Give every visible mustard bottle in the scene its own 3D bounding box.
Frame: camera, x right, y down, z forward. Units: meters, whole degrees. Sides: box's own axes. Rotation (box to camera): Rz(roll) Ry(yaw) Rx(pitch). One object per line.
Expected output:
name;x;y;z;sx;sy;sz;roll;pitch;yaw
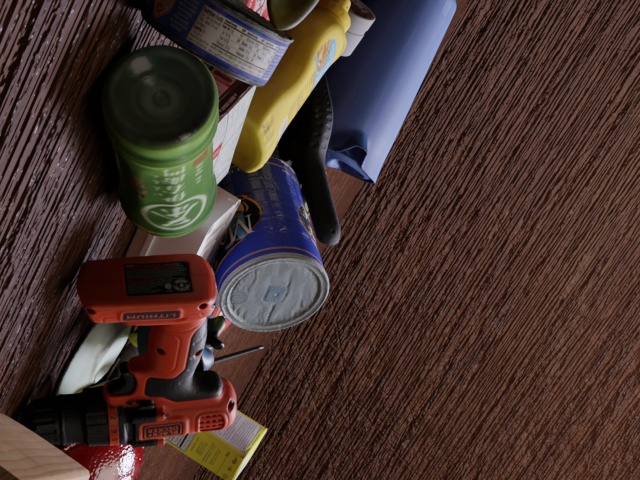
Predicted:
mustard bottle;-0.026;-0.157;0.981;0.191;0.058;0.096;-56;174;-24

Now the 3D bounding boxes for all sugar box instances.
sugar box;-0.155;0.201;1.225;0.048;0.176;0.093;-62;174;15

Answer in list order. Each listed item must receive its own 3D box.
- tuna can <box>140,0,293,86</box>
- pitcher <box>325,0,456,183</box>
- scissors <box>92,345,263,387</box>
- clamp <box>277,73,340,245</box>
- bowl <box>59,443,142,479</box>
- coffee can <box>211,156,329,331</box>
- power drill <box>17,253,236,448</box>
tuna can;-0.061;-0.125;0.622;0.034;0.086;0.086;-58;176;13
pitcher;0.055;-0.201;1.264;0.243;0.149;0.145;-62;158;-2
scissors;-0.149;0.131;1.062;0.201;0.016;0.096;-18;170;-11
clamp;-0.015;-0.086;1.114;0.165;0.036;0.210;7;-90;62
bowl;-0.223;0.223;0.992;0.162;0.055;0.162;-33;172;-6
coffee can;-0.057;0.001;1.020;0.140;0.102;0.103;-107;-146;-42
power drill;-0.156;0.097;0.865;0.188;0.184;0.057;99;-20;-43
